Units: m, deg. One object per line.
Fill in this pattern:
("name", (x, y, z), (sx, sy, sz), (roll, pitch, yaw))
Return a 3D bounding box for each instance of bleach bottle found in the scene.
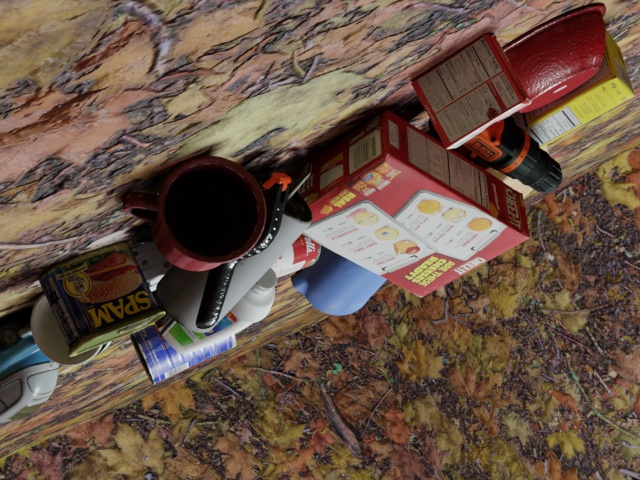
("bleach bottle", (-0.130, 0.071, 1.333), (0.068, 0.102, 0.251), (-36, -176, -35))

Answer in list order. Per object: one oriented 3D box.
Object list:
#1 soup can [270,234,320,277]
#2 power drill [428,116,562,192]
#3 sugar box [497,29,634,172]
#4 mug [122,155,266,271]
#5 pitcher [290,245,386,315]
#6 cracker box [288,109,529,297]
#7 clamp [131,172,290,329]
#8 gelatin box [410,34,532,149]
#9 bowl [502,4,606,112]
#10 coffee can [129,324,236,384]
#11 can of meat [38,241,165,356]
("soup can", (-0.058, 0.013, 1.389), (0.102, 0.068, 0.069), (-18, 169, -46))
("power drill", (0.150, -0.080, 1.190), (0.184, 0.057, 0.188), (31, 139, -28))
("sugar box", (0.259, -0.158, 1.206), (0.176, 0.048, 0.093), (-32, -144, 30))
("mug", (-0.113, -0.020, 0.926), (0.117, 0.093, 0.082), (8, 167, -16))
("pitcher", (0.068, 0.018, 1.645), (0.149, 0.145, 0.243), (-58, -175, -27))
("cracker box", (0.090, -0.035, 1.142), (0.213, 0.072, 0.164), (27, 138, -32))
("clamp", (-0.103, -0.012, 1.025), (0.171, 0.120, 0.039), (-51, 174, 14))
("gelatin box", (0.140, -0.138, 0.994), (0.089, 0.073, 0.030), (-31, 173, 26))
("bowl", (0.236, -0.180, 1.114), (0.162, 0.055, 0.162), (-26, 173, -4))
("coffee can", (-0.214, 0.146, 1.641), (0.140, 0.103, 0.103), (-24, 173, -15))
("can of meat", (-0.219, 0.057, 1.062), (0.101, 0.084, 0.058), (-20, 170, -40))
